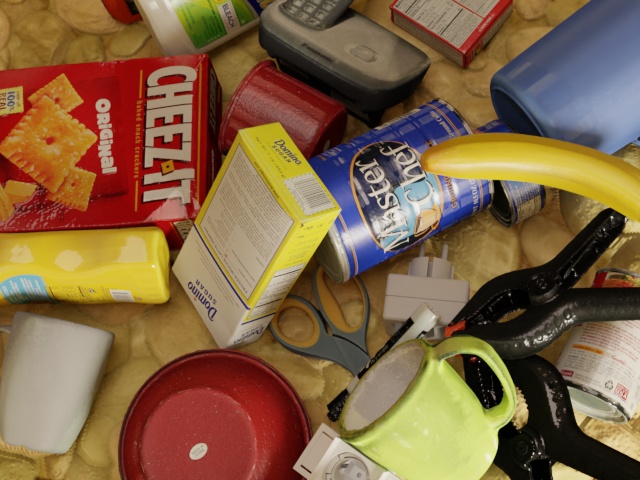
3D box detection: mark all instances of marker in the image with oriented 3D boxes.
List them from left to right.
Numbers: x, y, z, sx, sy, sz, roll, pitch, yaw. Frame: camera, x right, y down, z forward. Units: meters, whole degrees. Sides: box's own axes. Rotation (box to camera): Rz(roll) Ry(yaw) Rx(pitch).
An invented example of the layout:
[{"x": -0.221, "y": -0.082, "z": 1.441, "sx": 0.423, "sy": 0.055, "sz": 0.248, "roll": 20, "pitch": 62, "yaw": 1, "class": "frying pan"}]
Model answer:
[{"x": 0.047, "y": 0.097, "z": 0.835, "sx": 0.121, "sy": 0.020, "sz": 0.020, "roll": -48, "pitch": 68, "yaw": 12, "class": "marker"}]

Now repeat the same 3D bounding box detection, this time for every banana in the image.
[{"x": 0.175, "y": -0.051, "z": 0.807, "sx": 0.198, "sy": 0.037, "sz": 0.069, "roll": 16, "pitch": 33, "yaw": 5, "class": "banana"}]

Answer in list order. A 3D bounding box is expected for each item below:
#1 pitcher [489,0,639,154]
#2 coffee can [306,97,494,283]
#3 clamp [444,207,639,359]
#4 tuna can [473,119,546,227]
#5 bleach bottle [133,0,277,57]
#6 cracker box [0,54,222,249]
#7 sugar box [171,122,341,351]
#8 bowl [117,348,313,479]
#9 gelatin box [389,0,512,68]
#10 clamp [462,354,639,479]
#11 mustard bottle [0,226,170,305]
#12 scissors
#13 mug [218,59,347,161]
[{"x": 0.272, "y": -0.148, "z": 0.885, "sx": 0.243, "sy": 0.145, "sz": 0.149, "roll": -34, "pitch": 54, "yaw": -2, "class": "pitcher"}, {"x": 0.054, "y": -0.041, "z": 0.868, "sx": 0.140, "sy": 0.103, "sz": 0.103, "roll": -26, "pitch": 67, "yaw": -11, "class": "coffee can"}, {"x": 0.176, "y": 0.036, "z": 0.808, "sx": 0.172, "sy": 0.039, "sz": 0.120, "roll": -18, "pitch": 31, "yaw": 14, "class": "clamp"}, {"x": 0.150, "y": -0.056, "z": 0.879, "sx": 0.033, "sy": 0.086, "sz": 0.086, "roll": -27, "pitch": 67, "yaw": -5, "class": "tuna can"}, {"x": -0.050, "y": -0.260, "z": 0.981, "sx": 0.250, "sy": 0.102, "sz": 0.068, "roll": -30, "pitch": 47, "yaw": -5, "class": "bleach bottle"}, {"x": -0.198, "y": -0.074, "z": 0.943, "sx": 0.214, "sy": 0.072, "sz": 0.164, "roll": -4, "pitch": 68, "yaw": 6, "class": "cracker box"}, {"x": -0.055, "y": 0.001, "z": 0.843, "sx": 0.048, "sy": 0.176, "sz": 0.093, "roll": -18, "pitch": 63, "yaw": -36, "class": "sugar box"}, {"x": -0.088, "y": 0.162, "z": 0.828, "sx": 0.162, "sy": 0.055, "sz": 0.162, "roll": -2, "pitch": 78, "yaw": 9, "class": "bowl"}, {"x": 0.119, "y": -0.211, "z": 0.976, "sx": 0.089, "sy": 0.030, "sz": 0.073, "roll": 36, "pitch": 78, "yaw": 20, "class": "gelatin box"}, {"x": 0.168, "y": 0.149, "z": 0.780, "sx": 0.036, "sy": 0.165, "sz": 0.210, "roll": 3, "pitch": 52, "yaw": -36, "class": "clamp"}, {"x": -0.223, "y": 0.023, "z": 0.881, "sx": 0.191, "sy": 0.096, "sz": 0.058, "roll": -2, "pitch": 72, "yaw": -2, "class": "mustard bottle"}, {"x": 0.018, "y": 0.110, "z": 0.869, "sx": 0.096, "sy": 0.016, "sz": 0.202, "roll": -17, "pitch": 67, "yaw": 3, "class": "scissors"}, {"x": -0.035, "y": -0.087, "z": 0.920, "sx": 0.081, "sy": 0.093, "sz": 0.117, "roll": 29, "pitch": 88, "yaw": 13, "class": "mug"}]
